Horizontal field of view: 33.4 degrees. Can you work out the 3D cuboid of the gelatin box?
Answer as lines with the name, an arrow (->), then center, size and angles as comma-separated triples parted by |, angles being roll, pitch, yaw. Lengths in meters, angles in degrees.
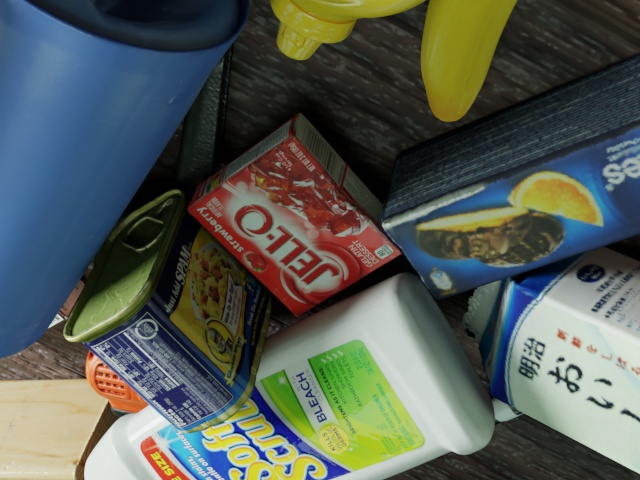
gelatin box -> -0.012, -0.011, 0.554 | 0.073, 0.030, 0.089 | -32, 115, 25

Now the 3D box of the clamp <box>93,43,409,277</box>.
clamp -> -0.054, 0.001, 0.609 | 0.164, 0.036, 0.210 | 37, 124, -16

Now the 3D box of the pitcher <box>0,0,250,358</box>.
pitcher -> -0.150, -0.048, 0.506 | 0.149, 0.145, 0.243 | 21, 129, -19

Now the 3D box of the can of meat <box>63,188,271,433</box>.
can of meat -> -0.074, 0.037, 0.553 | 0.058, 0.102, 0.084 | -28, 118, 27

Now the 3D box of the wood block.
wood block -> -0.234, 0.160, 0.755 | 0.206, 0.090, 0.091 | -3, 127, 17

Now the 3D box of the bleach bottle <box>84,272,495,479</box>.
bleach bottle -> -0.036, 0.115, 0.596 | 0.251, 0.068, 0.102 | -30, 92, 20

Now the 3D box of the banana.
banana -> 0.096, -0.128, 0.462 | 0.069, 0.037, 0.198 | 37, 128, -14
